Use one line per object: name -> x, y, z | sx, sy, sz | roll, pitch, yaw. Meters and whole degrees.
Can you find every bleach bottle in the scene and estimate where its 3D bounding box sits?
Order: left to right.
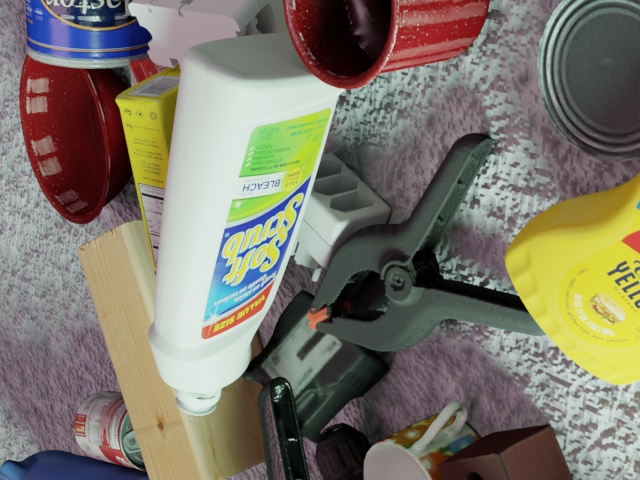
bleach bottle -> -0.054, 0.001, 0.672 | 0.068, 0.102, 0.251 | 34, 125, 34

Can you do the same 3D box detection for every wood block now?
wood block -> -0.109, 0.085, 0.853 | 0.091, 0.090, 0.206 | -20, 87, 52

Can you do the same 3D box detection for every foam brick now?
foam brick -> 0.115, 0.155, 0.627 | 0.053, 0.051, 0.078 | -27, 81, 52

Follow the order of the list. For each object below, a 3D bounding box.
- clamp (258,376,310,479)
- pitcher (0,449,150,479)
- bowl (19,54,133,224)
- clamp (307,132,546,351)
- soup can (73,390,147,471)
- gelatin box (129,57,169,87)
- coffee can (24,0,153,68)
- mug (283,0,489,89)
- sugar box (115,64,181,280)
clamp -> 0.006, 0.210, 0.666 | 0.165, 0.036, 0.210 | 22, 105, 34
pitcher -> -0.200, 0.279, 1.022 | 0.243, 0.148, 0.145 | -9, 81, 49
bowl -> -0.202, -0.098, 0.928 | 0.162, 0.055, 0.162 | 22, 120, 45
clamp -> 0.057, 0.010, 0.643 | 0.172, 0.039, 0.120 | -16, 83, 37
soup can -> -0.178, 0.175, 0.989 | 0.102, 0.068, 0.068 | -5, 99, 52
gelatin box -> -0.119, -0.094, 0.823 | 0.073, 0.030, 0.089 | 65, 166, 10
coffee can -> -0.175, -0.212, 0.814 | 0.103, 0.102, 0.140 | 28, 123, 43
mug -> 0.036, -0.147, 0.590 | 0.093, 0.081, 0.117 | -7, 97, 52
sugar box -> -0.081, -0.034, 0.746 | 0.048, 0.093, 0.176 | 11, 123, 36
